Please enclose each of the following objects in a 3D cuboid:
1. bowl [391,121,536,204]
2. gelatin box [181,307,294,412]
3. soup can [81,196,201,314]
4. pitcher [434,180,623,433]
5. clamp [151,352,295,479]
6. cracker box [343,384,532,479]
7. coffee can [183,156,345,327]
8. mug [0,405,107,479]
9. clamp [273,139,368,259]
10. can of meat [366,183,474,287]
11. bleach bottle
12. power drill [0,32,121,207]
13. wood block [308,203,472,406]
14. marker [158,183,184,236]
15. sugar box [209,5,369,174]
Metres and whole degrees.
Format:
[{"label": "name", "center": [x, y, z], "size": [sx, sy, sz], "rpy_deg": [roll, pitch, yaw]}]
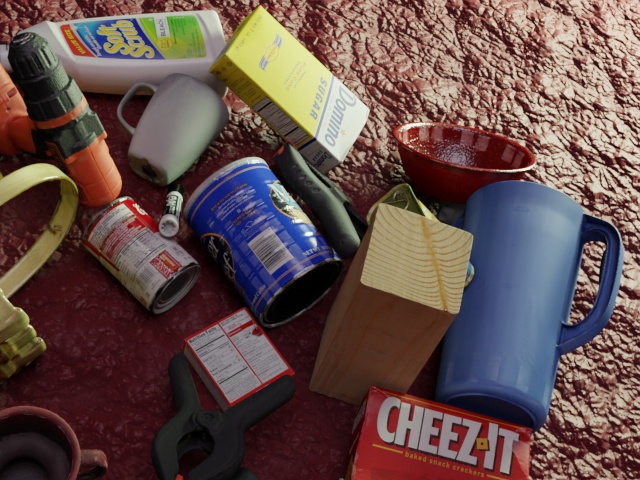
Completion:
[{"label": "bowl", "center": [0.154, -0.081, 1.182], "size": [0.162, 0.055, 0.162], "rpy_deg": [8, 22, -4]}, {"label": "gelatin box", "center": [-0.080, 0.118, 1.030], "size": [0.073, 0.030, 0.089], "rpy_deg": [-28, 68, -27]}, {"label": "soup can", "center": [-0.176, 0.015, 1.050], "size": [0.102, 0.069, 0.068], "rpy_deg": [42, 57, 14]}, {"label": "pitcher", "center": [0.199, 0.069, 1.070], "size": [0.145, 0.149, 0.242], "rpy_deg": [25, 57, -13]}, {"label": "clamp", "center": [-0.107, 0.160, 0.935], "size": [0.120, 0.039, 0.171], "rpy_deg": [11, 34, 20]}, {"label": "cracker box", "center": [0.098, 0.253, 0.960], "size": [0.164, 0.072, 0.213], "rpy_deg": [16, 55, -3]}, {"label": "coffee can", "center": [-0.057, 0.001, 1.068], "size": [0.102, 0.103, 0.140], "rpy_deg": [-27, 68, -28]}, {"label": "mug", "center": [-0.240, 0.197, 0.904], "size": [0.117, 0.082, 0.093], "rpy_deg": [-6, 59, -18]}, {"label": "clamp", "center": [0.020, -0.028, 1.122], "size": [0.036, 0.164, 0.210], "rpy_deg": [-47, 51, 10]}, {"label": "can of meat", "center": [0.100, 0.004, 1.061], "size": [0.083, 0.057, 0.102], "rpy_deg": [42, 14, -28]}, {"label": "bleach bottle", "center": [-0.233, -0.201, 1.184], "size": [0.250, 0.068, 0.102], "rpy_deg": [-6, 59, -15]}, {"label": "power drill", "center": [-0.283, -0.127, 1.032], "size": [0.057, 0.184, 0.188], "rpy_deg": [-39, 39, -26]}, {"label": "wood block", "center": [0.061, 0.070, 0.990], "size": [0.090, 0.206, 0.090], "rpy_deg": [19, 54, -2]}, {"label": "marker", "center": [-0.150, -0.033, 1.081], "size": [0.020, 0.020, 0.121], "rpy_deg": [10, 19, -8]}, {"label": "sugar box", "center": [-0.031, -0.165, 1.180], "size": [0.176, 0.048, 0.093], "rpy_deg": [39, 53, -15]}]
